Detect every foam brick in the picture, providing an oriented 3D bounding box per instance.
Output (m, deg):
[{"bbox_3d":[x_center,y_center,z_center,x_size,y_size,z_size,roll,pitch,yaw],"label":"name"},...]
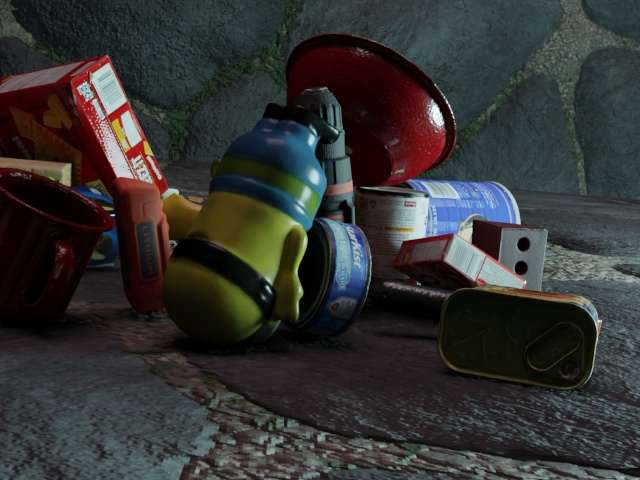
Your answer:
[{"bbox_3d":[0.173,0.023,0.996,0.052,0.078,0.051,2,6,-23],"label":"foam brick"}]

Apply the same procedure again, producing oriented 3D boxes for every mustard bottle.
[{"bbox_3d":[-0.122,-0.023,1.245,0.191,0.058,0.096,3,6,-10],"label":"mustard bottle"}]

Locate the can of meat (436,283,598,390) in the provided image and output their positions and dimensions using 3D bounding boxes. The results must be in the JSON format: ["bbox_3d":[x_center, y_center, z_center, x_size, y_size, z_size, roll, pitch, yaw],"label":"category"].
[{"bbox_3d":[0.139,0.062,0.732,0.102,0.057,0.083,8,4,17],"label":"can of meat"}]

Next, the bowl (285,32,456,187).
[{"bbox_3d":[0.030,-0.095,0.898,0.162,0.055,0.162,23,-30,14],"label":"bowl"}]

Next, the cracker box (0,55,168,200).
[{"bbox_3d":[-0.293,-0.103,1.181,0.214,0.164,0.072,-4,30,36],"label":"cracker box"}]

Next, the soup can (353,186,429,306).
[{"bbox_3d":[0.060,0.004,0.959,0.068,0.102,0.068,5,7,-1],"label":"soup can"}]

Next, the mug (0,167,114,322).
[{"bbox_3d":[-0.200,0.010,0.749,0.093,0.081,0.117,18,14,-38],"label":"mug"}]

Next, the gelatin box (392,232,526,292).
[{"bbox_3d":[0.118,0.029,0.905,0.089,0.030,0.073,32,-20,-24],"label":"gelatin box"}]

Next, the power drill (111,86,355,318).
[{"bbox_3d":[-0.063,-0.021,0.826,0.187,0.184,0.057,-7,11,-17],"label":"power drill"}]

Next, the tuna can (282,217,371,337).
[{"bbox_3d":[0.000,0.026,0.782,0.033,0.086,0.086,12,3,-29],"label":"tuna can"}]

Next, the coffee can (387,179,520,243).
[{"bbox_3d":[0.137,-0.017,1.193,0.140,0.103,0.103,0,8,-34],"label":"coffee can"}]

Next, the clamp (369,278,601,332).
[{"bbox_3d":[0.125,0.057,0.825,0.172,0.039,0.120,7,3,37],"label":"clamp"}]
